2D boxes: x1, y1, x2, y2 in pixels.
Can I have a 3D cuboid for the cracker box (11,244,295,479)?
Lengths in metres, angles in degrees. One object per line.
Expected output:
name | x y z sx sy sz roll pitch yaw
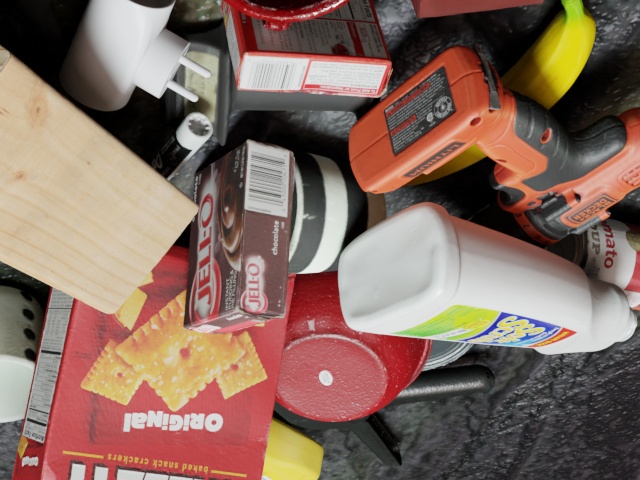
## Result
cracker box | -0.116 0.109 0.756 0.164 0.213 0.072 15 169 -29

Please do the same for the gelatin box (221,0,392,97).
gelatin box | -0.009 -0.119 0.622 0.089 0.073 0.030 1 139 -16

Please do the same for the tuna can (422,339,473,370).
tuna can | 0.086 0.072 0.898 0.086 0.034 0.086 -7 140 -6

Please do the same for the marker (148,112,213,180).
marker | -0.103 -0.048 0.696 0.020 0.020 0.121 12 152 -27

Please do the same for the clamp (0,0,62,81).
clamp | -0.191 -0.131 0.586 0.120 0.039 0.172 6 136 -23

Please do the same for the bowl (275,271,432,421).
bowl | 0.008 0.092 0.848 0.162 0.055 0.162 3 125 4

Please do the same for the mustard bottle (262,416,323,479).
mustard bottle | -0.088 0.167 0.940 0.096 0.058 0.191 -9 146 36

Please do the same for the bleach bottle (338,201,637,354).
bleach bottle | 0.136 0.039 0.731 0.250 0.068 0.103 12 153 -37

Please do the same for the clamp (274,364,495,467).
clamp | 0.042 0.140 0.961 0.209 0.036 0.165 23 130 -31

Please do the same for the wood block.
wood block | -0.165 -0.042 0.589 0.090 0.091 0.206 -51 154 -2

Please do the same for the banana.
banana | 0.117 -0.094 0.709 0.069 0.037 0.198 15 137 -33

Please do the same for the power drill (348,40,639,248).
power drill | 0.110 -0.044 0.694 0.187 0.057 0.185 16 139 -40

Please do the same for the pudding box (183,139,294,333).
pudding box | -0.054 0.001 0.697 0.039 0.113 0.090 12 163 -27
